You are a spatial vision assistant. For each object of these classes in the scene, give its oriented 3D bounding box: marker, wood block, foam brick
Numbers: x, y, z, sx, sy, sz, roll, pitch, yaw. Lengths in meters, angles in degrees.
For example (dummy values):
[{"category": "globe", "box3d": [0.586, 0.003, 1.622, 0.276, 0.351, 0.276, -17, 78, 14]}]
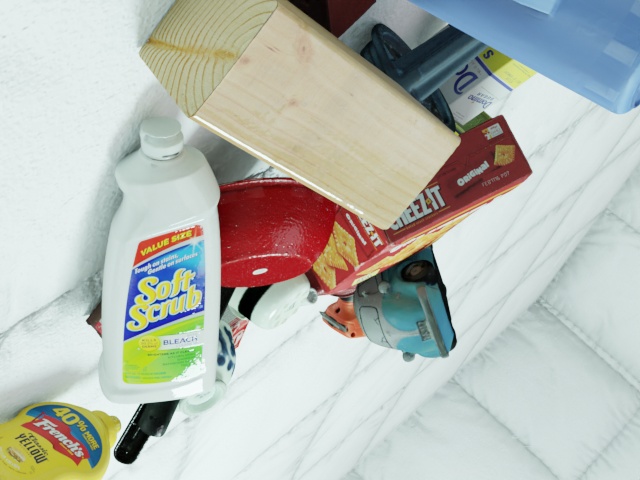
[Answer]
[{"category": "marker", "box3d": [-0.050, 0.068, 1.191, 0.121, 0.020, 0.020, -11, -164, 47]}, {"category": "wood block", "box3d": [-0.009, -0.097, 0.735, 0.090, 0.091, 0.205, -50, 137, 12]}, {"category": "foam brick", "box3d": [0.004, -0.189, 0.768, 0.051, 0.053, 0.078, -44, 163, -10]}]

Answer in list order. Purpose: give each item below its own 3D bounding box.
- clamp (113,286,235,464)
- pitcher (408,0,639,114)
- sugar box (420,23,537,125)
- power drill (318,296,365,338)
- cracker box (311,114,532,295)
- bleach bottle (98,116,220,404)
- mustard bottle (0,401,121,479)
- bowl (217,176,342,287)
[{"category": "clamp", "box3d": [-0.129, 0.111, 1.004, 0.210, 0.036, 0.165, -63, -171, -20]}, {"category": "pitcher", "box3d": [0.143, -0.194, 0.764, 0.149, 0.243, 0.145, -48, 163, -19]}, {"category": "sugar box", "box3d": [0.183, -0.199, 1.034, 0.176, 0.093, 0.048, -34, 141, 26]}, {"category": "power drill", "box3d": [0.081, 0.024, 1.330, 0.184, 0.057, 0.188, -3, 115, -42]}, {"category": "cracker box", "box3d": [0.086, -0.028, 1.038, 0.164, 0.072, 0.214, -27, 175, -20]}, {"category": "bleach bottle", "box3d": [-0.129, 0.017, 0.833, 0.102, 0.068, 0.251, -4, 129, -11]}, {"category": "mustard bottle", "box3d": [-0.245, 0.192, 0.955, 0.058, 0.096, 0.191, -56, 162, 23]}, {"category": "bowl", "box3d": [-0.056, 0.001, 0.911, 0.162, 0.055, 0.162, -8, 163, -3]}]
